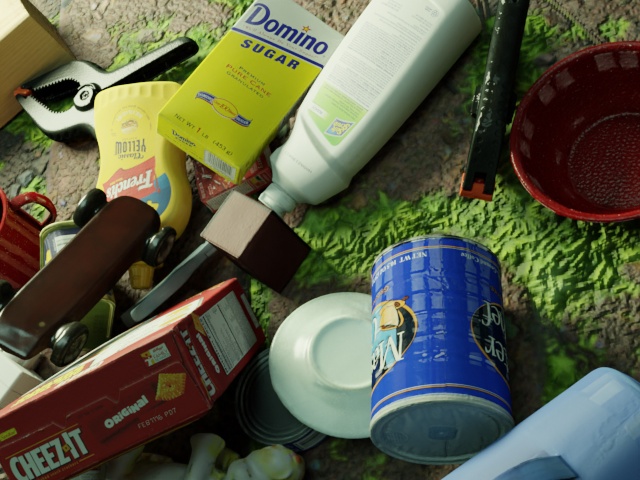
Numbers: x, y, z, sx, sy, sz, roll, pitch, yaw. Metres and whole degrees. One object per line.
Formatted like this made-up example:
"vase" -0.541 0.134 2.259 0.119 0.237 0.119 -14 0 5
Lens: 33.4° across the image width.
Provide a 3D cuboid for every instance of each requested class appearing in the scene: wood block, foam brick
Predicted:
"wood block" -0.385 -0.178 1.174 0.206 0.090 0.090 -40 54 3
"foam brick" -0.056 0.001 0.932 0.053 0.078 0.051 28 80 36

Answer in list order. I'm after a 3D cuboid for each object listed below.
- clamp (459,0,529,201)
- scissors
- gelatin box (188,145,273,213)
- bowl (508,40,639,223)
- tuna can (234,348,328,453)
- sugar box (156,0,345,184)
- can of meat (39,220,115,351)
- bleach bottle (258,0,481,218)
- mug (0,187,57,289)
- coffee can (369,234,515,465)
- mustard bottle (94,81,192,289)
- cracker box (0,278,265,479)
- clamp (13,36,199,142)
"clamp" 0.144 -0.121 0.878 0.039 0.120 0.171 7 72 11
"scissors" -0.103 0.011 0.954 0.202 0.096 0.016 -41 97 4
"gelatin box" -0.086 -0.081 1.016 0.073 0.030 0.089 -26 57 12
"bowl" 0.235 -0.076 0.842 0.162 0.055 0.162 -11 61 21
"tuna can" -0.025 0.130 0.877 0.086 0.033 0.086 -11 61 21
"sugar box" -0.062 -0.145 0.984 0.093 0.048 0.176 34 70 3
"can of meat" -0.223 0.044 0.978 0.057 0.102 0.084 -7 59 -19
"bleach bottle" 0.030 -0.128 0.965 0.251 0.068 0.103 -50 55 -2
"mug" -0.314 -0.007 1.058 0.117 0.081 0.093 -35 55 6
"coffee can" 0.088 0.081 0.793 0.103 0.102 0.140 -13 52 20
"mustard bottle" -0.168 -0.050 1.007 0.096 0.058 0.191 -4 81 20
"cracker box" -0.143 0.110 0.842 0.164 0.213 0.072 -27 94 10
"clamp" -0.234 -0.134 1.112 0.210 0.036 0.164 1 68 25
